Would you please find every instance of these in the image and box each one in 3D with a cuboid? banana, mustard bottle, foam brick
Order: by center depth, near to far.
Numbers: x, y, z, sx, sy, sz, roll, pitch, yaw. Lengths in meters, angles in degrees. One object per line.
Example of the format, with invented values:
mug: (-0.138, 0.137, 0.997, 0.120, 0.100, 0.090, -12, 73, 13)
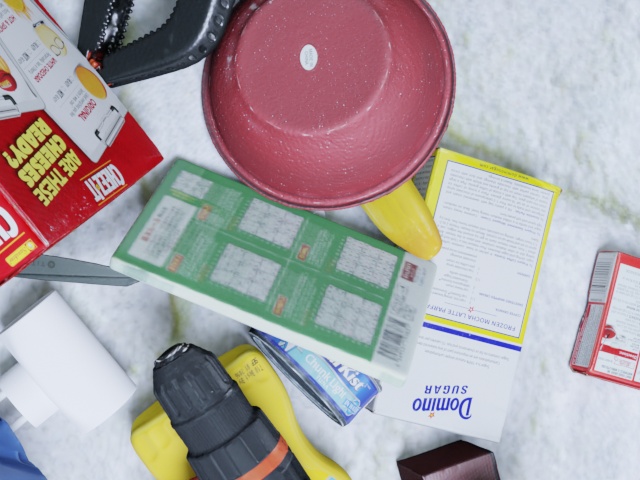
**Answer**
mustard bottle: (-0.027, 0.166, 0.662, 0.096, 0.058, 0.191, -35, 99, -6)
banana: (0.034, -0.082, 0.678, 0.037, 0.070, 0.198, 3, 80, -54)
foam brick: (0.090, 0.178, 0.699, 0.051, 0.053, 0.078, -17, 93, -16)

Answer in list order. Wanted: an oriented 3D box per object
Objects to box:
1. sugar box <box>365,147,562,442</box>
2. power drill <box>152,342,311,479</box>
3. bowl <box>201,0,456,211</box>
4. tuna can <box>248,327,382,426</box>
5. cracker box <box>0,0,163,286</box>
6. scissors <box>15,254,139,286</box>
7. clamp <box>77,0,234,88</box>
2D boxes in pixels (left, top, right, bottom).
sugar box: (0.091, 0.036, 0.705, 0.093, 0.048, 0.176, 16, 89, -14)
power drill: (-0.092, 0.169, 0.606, 0.188, 0.057, 0.184, -30, 100, 13)
bowl: (0.000, -0.101, 0.641, 0.162, 0.055, 0.162, -1, 82, 10)
tuna can: (-0.004, 0.074, 0.656, 0.033, 0.086, 0.086, -45, 101, -11)
cracker box: (-0.198, -0.088, 0.559, 0.072, 0.164, 0.213, -35, 98, 21)
scissors: (-0.213, 0.026, 0.610, 0.202, 0.016, 0.096, 22, 92, 0)
clamp: (-0.078, -0.176, 0.619, 0.210, 0.036, 0.164, -40, 79, 19)
